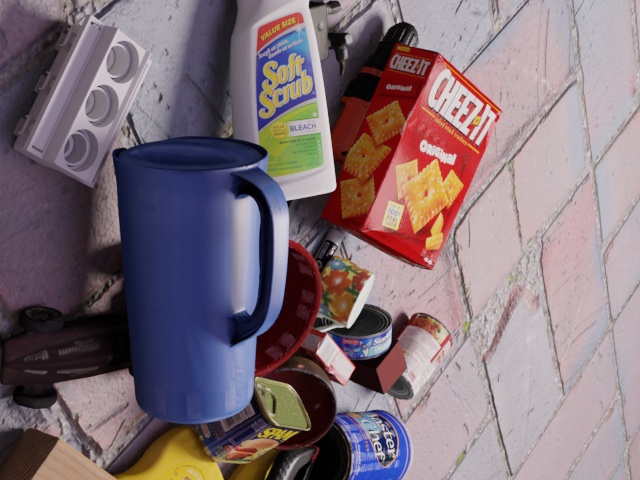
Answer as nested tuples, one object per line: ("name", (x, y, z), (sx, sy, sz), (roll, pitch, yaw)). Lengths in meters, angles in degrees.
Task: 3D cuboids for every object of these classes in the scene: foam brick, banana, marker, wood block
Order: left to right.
("wood block", (-0.196, 0.266, 0.960), (0.206, 0.091, 0.090), (43, 68, -23))
("banana", (-0.094, 0.308, 1.226), (0.197, 0.037, 0.069), (-56, 140, -22))
("marker", (-0.009, 0.041, 1.246), (0.121, 0.020, 0.020), (-60, 142, -16))
("foam brick", (0.059, 0.147, 1.329), (0.053, 0.078, 0.051), (-46, 138, -31))

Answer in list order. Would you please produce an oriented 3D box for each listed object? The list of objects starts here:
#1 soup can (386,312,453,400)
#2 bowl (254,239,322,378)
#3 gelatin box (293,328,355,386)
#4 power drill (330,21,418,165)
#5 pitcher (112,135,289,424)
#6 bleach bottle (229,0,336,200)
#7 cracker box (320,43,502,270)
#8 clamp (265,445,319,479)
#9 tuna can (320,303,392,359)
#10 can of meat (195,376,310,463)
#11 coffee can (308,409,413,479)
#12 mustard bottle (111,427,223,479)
("soup can", (0.122, 0.155, 1.424), (0.102, 0.069, 0.068), (-48, 137, -29))
("bowl", (-0.079, 0.062, 1.090), (0.161, 0.055, 0.162), (-18, 123, -31))
("gelatin box", (-0.010, 0.130, 1.234), (0.030, 0.073, 0.089), (-59, 142, -19))
("power drill", (0.094, -0.142, 1.276), (0.187, 0.057, 0.184), (39, 76, -49))
("pitcher", (-0.105, 0.035, 0.936), (0.145, 0.149, 0.243), (-1, 107, -6))
("bleach bottle", (-0.050, -0.165, 1.043), (0.102, 0.068, 0.251), (-11, 98, -19))
("cracker box", (0.109, -0.089, 1.213), (0.164, 0.072, 0.213), (28, 85, -51))
("clamp", (-0.053, 0.302, 1.216), (0.171, 0.039, 0.120), (-41, 146, -49))
("tuna can", (0.043, 0.109, 1.286), (0.085, 0.086, 0.034), (-27, 125, -45))
("can of meat", (-0.072, 0.192, 1.125), (0.084, 0.057, 0.102), (-33, 156, 14))
("coffee can", (0.036, 0.264, 1.325), (0.140, 0.103, 0.103), (9, 97, -54))
("mustard bottle", (-0.185, 0.274, 1.067), (0.191, 0.058, 0.096), (-33, 105, -40))
